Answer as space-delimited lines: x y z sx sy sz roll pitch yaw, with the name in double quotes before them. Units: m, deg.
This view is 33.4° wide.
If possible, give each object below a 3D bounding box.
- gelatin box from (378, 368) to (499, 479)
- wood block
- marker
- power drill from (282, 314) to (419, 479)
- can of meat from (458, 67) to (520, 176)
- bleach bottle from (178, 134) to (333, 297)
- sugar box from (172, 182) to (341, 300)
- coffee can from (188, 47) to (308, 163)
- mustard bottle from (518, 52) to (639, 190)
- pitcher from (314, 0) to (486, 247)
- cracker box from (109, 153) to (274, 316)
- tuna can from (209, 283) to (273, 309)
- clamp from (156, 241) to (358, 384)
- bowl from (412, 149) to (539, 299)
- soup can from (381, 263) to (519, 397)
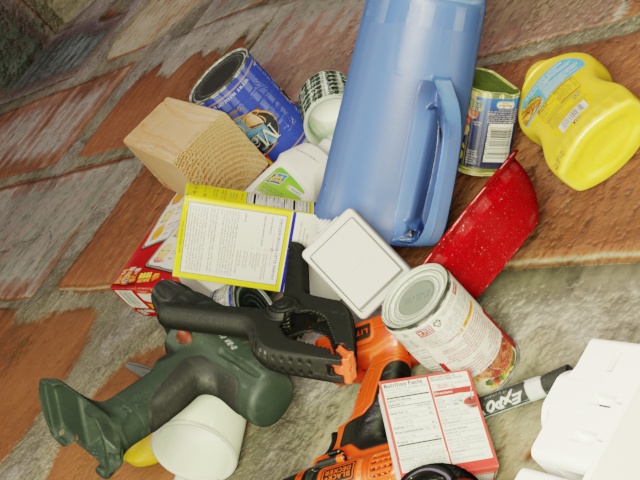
"gelatin box" 0.087 0.144 0.809 0.073 0.030 0.089 -9 52 -5
"wood block" -0.160 -0.111 1.341 0.090 0.090 0.206 -47 27 -10
"marker" 0.147 0.122 0.830 0.121 0.020 0.020 -27 32 31
"power drill" 0.019 0.161 0.914 0.185 0.057 0.187 -22 38 31
"can of meat" 0.157 -0.121 1.065 0.102 0.057 0.084 -120 33 -62
"bleach bottle" -0.051 -0.025 1.241 0.103 0.068 0.250 34 68 17
"sugar box" -0.057 0.001 1.090 0.048 0.176 0.093 -97 17 -66
"coffee can" -0.091 -0.171 1.426 0.103 0.140 0.103 -33 29 21
"mustard bottle" 0.235 -0.127 1.008 0.096 0.058 0.191 -50 25 18
"pitcher" 0.083 -0.119 1.003 0.149 0.243 0.144 19 22 20
"cracker box" -0.148 -0.002 1.348 0.164 0.072 0.213 -4 47 51
"tuna can" -0.077 0.082 1.119 0.034 0.086 0.086 -29 31 24
"clamp" -0.043 0.074 0.953 0.164 0.036 0.210 -23 33 -20
"bowl" 0.140 0.001 0.925 0.162 0.055 0.162 -51 -6 -8
"soup can" 0.105 0.075 0.863 0.069 0.102 0.068 -33 29 21
